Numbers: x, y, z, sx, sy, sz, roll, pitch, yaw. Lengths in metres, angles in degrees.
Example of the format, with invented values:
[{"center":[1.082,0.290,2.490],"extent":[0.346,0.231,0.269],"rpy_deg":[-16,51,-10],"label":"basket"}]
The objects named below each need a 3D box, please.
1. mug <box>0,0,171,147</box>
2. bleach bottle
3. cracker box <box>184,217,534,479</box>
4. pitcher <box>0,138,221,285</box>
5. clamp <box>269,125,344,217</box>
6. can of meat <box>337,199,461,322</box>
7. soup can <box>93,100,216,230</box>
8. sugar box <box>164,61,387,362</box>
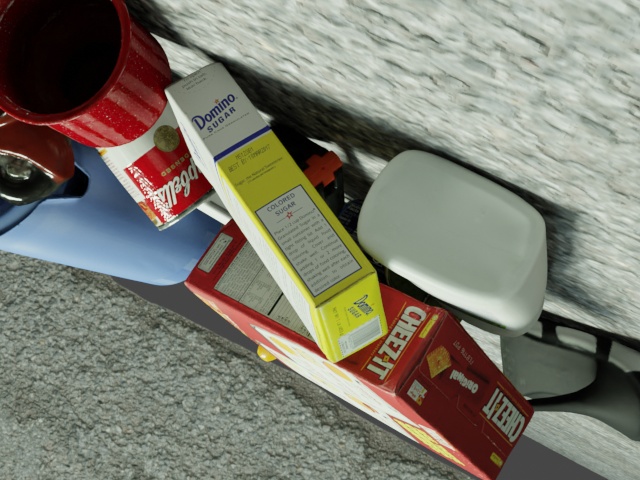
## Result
[{"center":[-0.145,-0.112,0.633],"extent":[0.117,0.093,0.081],"rpy_deg":[57,-174,16],"label":"mug"},{"center":[0.095,0.018,0.688],"extent":[0.103,0.068,0.250],"rpy_deg":[27,175,16],"label":"bleach bottle"},{"center":[0.028,0.075,0.770],"extent":[0.214,0.072,0.164],"rpy_deg":[23,165,42],"label":"cracker box"},{"center":[-0.196,-0.040,0.877],"extent":[0.242,0.145,0.149],"rpy_deg":[26,-145,-59],"label":"pitcher"},{"center":[-0.021,-0.035,0.761],"extent":[0.120,0.039,0.172],"rpy_deg":[49,168,-20],"label":"clamp"},{"center":[0.058,0.020,0.813],"extent":[0.084,0.057,0.102],"rpy_deg":[25,159,48],"label":"can of meat"},{"center":[-0.121,-0.068,0.767],"extent":[0.102,0.068,0.069],"rpy_deg":[53,167,-12],"label":"soup can"},{"center":[-0.026,-0.018,0.640],"extent":[0.176,0.048,0.093],"rpy_deg":[57,172,26],"label":"sugar box"}]
